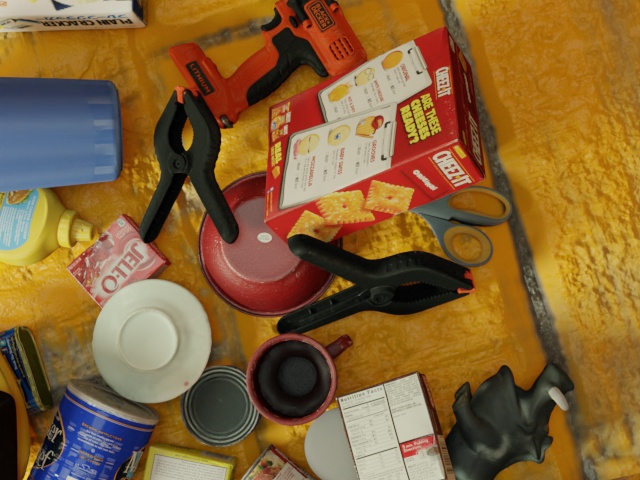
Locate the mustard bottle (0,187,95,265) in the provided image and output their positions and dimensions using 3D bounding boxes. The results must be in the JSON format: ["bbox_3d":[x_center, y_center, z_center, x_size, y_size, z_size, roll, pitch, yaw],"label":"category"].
[{"bbox_3d":[-0.340,-0.023,1.167,0.191,0.058,0.096,8,72,6],"label":"mustard bottle"}]

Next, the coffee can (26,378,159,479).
[{"bbox_3d":[-0.243,0.229,1.114,0.103,0.103,0.140,23,88,7],"label":"coffee can"}]

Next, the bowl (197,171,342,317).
[{"bbox_3d":[-0.057,0.001,1.141,0.162,0.055,0.162,0,85,5],"label":"bowl"}]

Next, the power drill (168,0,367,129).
[{"bbox_3d":[-0.068,-0.223,1.160,0.187,0.057,0.184,-32,80,3],"label":"power drill"}]

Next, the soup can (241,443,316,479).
[{"bbox_3d":[-0.033,0.269,1.108,0.102,0.068,0.068,38,89,7],"label":"soup can"}]

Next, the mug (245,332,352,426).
[{"bbox_3d":[-0.016,0.136,1.111,0.117,0.081,0.093,-39,83,1],"label":"mug"}]

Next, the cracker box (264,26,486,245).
[{"bbox_3d":[0.050,-0.098,1.064,0.214,0.072,0.164,-21,46,24],"label":"cracker box"}]

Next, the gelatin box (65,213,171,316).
[{"bbox_3d":[-0.220,0.027,1.166,0.089,0.030,0.073,-43,83,1],"label":"gelatin box"}]

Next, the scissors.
[{"bbox_3d":[0.104,-0.021,1.147,0.202,0.016,0.096,1,85,6],"label":"scissors"}]

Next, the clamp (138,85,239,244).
[{"bbox_3d":[-0.131,-0.073,1.115,0.120,0.039,0.171,9,97,21],"label":"clamp"}]

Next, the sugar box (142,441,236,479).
[{"bbox_3d":[-0.150,0.310,1.127,0.093,0.048,0.176,11,89,3],"label":"sugar box"}]

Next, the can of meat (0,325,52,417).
[{"bbox_3d":[-0.346,0.151,1.154,0.084,0.057,0.102,-20,84,1],"label":"can of meat"}]

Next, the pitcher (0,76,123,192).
[{"bbox_3d":[-0.335,-0.116,1.128,0.242,0.145,0.149,-3,70,-13],"label":"pitcher"}]

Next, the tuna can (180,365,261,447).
[{"bbox_3d":[-0.105,0.176,1.140,0.086,0.033,0.086,-1,85,5],"label":"tuna can"}]

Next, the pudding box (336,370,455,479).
[{"bbox_3d":[0.074,0.196,1.056,0.090,0.039,0.113,-19,71,13],"label":"pudding box"}]

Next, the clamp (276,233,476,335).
[{"bbox_3d":[0.056,0.040,1.093,0.210,0.164,0.036,-6,55,-3],"label":"clamp"}]

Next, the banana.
[{"bbox_3d":[-0.347,0.155,1.110,0.070,0.037,0.198,-39,81,24],"label":"banana"}]
